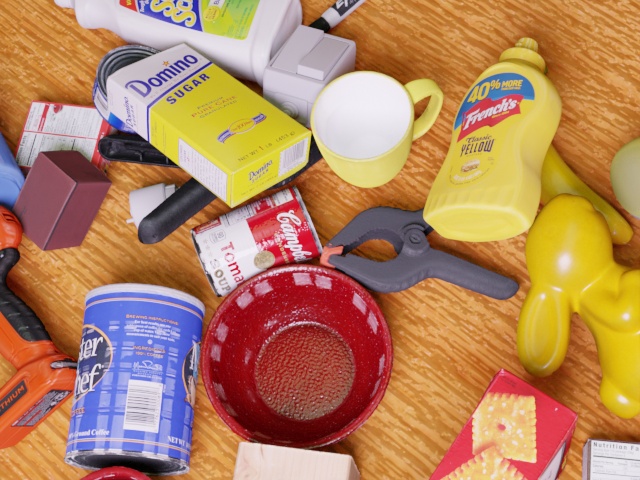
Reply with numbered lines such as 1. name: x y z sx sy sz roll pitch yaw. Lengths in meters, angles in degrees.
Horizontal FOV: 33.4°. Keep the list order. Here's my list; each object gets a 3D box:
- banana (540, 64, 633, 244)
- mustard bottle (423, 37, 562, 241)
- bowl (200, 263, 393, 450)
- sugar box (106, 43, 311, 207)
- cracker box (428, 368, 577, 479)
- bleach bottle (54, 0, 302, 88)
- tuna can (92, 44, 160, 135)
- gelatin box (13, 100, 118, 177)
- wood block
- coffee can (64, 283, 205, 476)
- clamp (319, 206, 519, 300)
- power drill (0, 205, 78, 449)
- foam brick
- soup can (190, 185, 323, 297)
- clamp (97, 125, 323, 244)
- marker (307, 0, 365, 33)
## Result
1. banana: 0.208 -0.075 0.953 0.069 0.037 0.198 -21 67 2
2. mustard bottle: 0.155 -0.093 0.910 0.096 0.058 0.191 -7 54 46
3. bowl: -0.017 0.104 0.904 0.162 0.055 0.162 -3 68 7
4. sugar box: -0.101 -0.107 0.943 0.093 0.048 0.176 -32 57 -34
5. cracker box: 0.101 0.215 0.782 0.072 0.164 0.213 32 76 20
6. bleach bottle: -0.150 -0.220 1.052 0.251 0.068 0.102 13 66 15
7. tuna can: -0.174 -0.143 1.021 0.086 0.034 0.086 10 57 -16
8. gelatin box: -0.246 -0.094 1.032 0.089 0.030 0.073 7 71 11
9. wood block: -0.030 0.270 0.820 0.091 0.090 0.206 5 68 10
10. coffee can: -0.153 0.118 0.893 0.103 0.103 0.140 0 68 8
11. clamp: 0.084 -0.005 0.932 0.171 0.039 0.120 2 59 -9
12. power drill: -0.307 0.088 0.941 0.184 0.057 0.188 -41 72 12
13. foam brick: -0.238 -0.038 0.977 0.053 0.051 0.078 40 113 20
14. soup can: -0.056 0.001 0.944 0.102 0.068 0.068 -22 67 -2
15. clamp: -0.096 -0.075 0.977 0.209 0.036 0.165 -20 41 -21
16. marker: 0.029 -0.235 1.054 0.121 0.020 0.020 -42 68 -9
